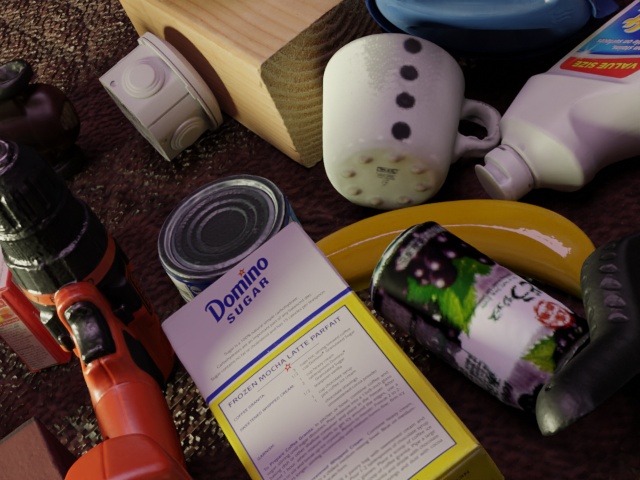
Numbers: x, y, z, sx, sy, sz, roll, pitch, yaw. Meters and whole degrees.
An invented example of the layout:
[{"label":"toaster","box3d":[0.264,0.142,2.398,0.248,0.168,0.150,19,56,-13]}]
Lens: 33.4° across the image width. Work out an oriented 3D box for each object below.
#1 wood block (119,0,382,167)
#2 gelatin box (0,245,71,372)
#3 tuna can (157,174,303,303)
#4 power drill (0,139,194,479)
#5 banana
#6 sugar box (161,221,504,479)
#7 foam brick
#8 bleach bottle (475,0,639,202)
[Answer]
[{"label":"wood block","box3d":[-0.050,-0.145,0.740,0.090,0.090,0.206,-40,45,-13]},{"label":"gelatin box","box3d":[-0.181,0.024,0.656,0.030,0.073,0.089,-18,44,9]},{"label":"tuna can","box3d":[-0.054,0.001,0.645,0.086,0.033,0.086,-14,45,14]},{"label":"power drill","box3d":[-0.103,0.061,0.508,0.057,0.184,0.188,-26,46,0]},{"label":"banana","box3d":[0.065,0.009,0.578,0.198,0.037,0.069,0,50,26]},{"label":"sugar box","box3d":[-0.001,0.075,0.513,0.093,0.048,0.176,-38,43,-1]},{"label":"foam brick","box3d":[-0.135,0.136,0.526,0.053,0.078,0.051,-37,45,-7]},{"label":"bleach bottle","box3d":[0.199,-0.098,0.595,0.250,0.068,0.103,-35,36,-6]}]
